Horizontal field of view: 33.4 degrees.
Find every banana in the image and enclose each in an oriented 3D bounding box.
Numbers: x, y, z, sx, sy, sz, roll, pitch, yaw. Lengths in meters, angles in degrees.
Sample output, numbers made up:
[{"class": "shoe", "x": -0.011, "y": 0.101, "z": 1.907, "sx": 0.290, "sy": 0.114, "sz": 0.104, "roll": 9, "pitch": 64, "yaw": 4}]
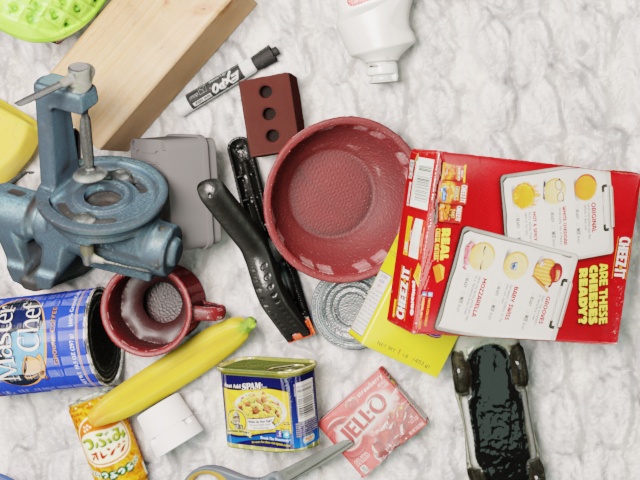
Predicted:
[{"class": "banana", "x": -0.147, "y": 0.128, "z": 1.085, "sx": 0.198, "sy": 0.069, "sz": 0.037, "roll": -34, "pitch": 75, "yaw": 3}]

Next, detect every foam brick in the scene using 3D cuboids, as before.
[{"class": "foam brick", "x": -0.047, "y": -0.125, "z": 1.066, "sx": 0.053, "sy": 0.051, "sz": 0.078, "roll": -9, "pitch": 92, "yaw": 9}]

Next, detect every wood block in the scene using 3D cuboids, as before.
[{"class": "wood block", "x": -0.171, "y": -0.194, "z": 1.063, "sx": 0.090, "sy": 0.090, "sz": 0.206, "roll": 44, "pitch": 99, "yaw": 5}]

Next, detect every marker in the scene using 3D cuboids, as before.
[{"class": "marker", "x": -0.095, "y": -0.163, "z": 1.088, "sx": 0.121, "sy": 0.020, "sz": 0.020, "roll": -29, "pitch": 88, "yaw": 9}]

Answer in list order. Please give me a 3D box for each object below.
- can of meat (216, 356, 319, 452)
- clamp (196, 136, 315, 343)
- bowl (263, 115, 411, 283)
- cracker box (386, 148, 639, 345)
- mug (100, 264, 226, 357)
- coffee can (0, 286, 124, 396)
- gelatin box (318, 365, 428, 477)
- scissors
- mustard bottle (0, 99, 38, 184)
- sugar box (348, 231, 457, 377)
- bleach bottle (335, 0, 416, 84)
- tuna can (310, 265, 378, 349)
[{"class": "can of meat", "x": -0.051, "y": 0.164, "z": 1.070, "sx": 0.102, "sy": 0.057, "sz": 0.084, "roll": -1, "pitch": 96, "yaw": 33}, {"class": "clamp", "x": -0.057, "y": 0.001, "z": 1.053, "sx": 0.036, "sy": 0.164, "sz": 0.210, "roll": -19, "pitch": 113, "yaw": 14}, {"class": "bowl", "x": 0.018, "y": -0.042, "z": 1.043, "sx": 0.162, "sy": 0.055, "sz": 0.162, "roll": -2, "pitch": 100, "yaw": -14}, {"class": "cracker box", "x": 0.178, "y": 0.007, "z": 0.985, "sx": 0.213, "sy": 0.072, "sz": 0.164, "roll": 4, "pitch": 96, "yaw": -20}, {"class": "mug", "x": -0.153, "y": 0.066, "z": 1.079, "sx": 0.117, "sy": 0.081, "sz": 0.093, "roll": 3, "pitch": 94, "yaw": 9}, {"class": "coffee can", "x": -0.285, "y": 0.105, "z": 1.092, "sx": 0.140, "sy": 0.102, "sz": 0.103, "roll": -7, "pitch": 92, "yaw": 9}, {"class": "gelatin box", "x": 0.052, "y": 0.183, "z": 1.078, "sx": 0.089, "sy": 0.030, "sz": 0.073, "roll": -42, "pitch": 86, "yaw": 9}, {"class": "scissors", "x": -0.065, "y": 0.238, "z": 1.097, "sx": 0.096, "sy": 0.016, "sz": 0.202, "roll": 46, "pitch": 106, "yaw": 9}, {"class": "mustard bottle", "x": -0.371, "y": -0.056, "z": 1.119, "sx": 0.096, "sy": 0.058, "sz": 0.192, "roll": 30, "pitch": 98, "yaw": 16}, {"class": "sugar box", "x": 0.109, "y": 0.034, "z": 1.029, "sx": 0.093, "sy": 0.048, "sz": 0.176, "roll": 25, "pitch": 94, "yaw": -21}, {"class": "bleach bottle", "x": 0.060, "y": -0.280, "z": 1.036, "sx": 0.102, "sy": 0.068, "sz": 0.251, "roll": -4, "pitch": 95, "yaw": 11}, {"class": "tuna can", "x": 0.034, "y": 0.067, "z": 1.073, "sx": 0.086, "sy": 0.033, "sz": 0.086, "roll": 1, "pitch": 93, "yaw": 9}]
